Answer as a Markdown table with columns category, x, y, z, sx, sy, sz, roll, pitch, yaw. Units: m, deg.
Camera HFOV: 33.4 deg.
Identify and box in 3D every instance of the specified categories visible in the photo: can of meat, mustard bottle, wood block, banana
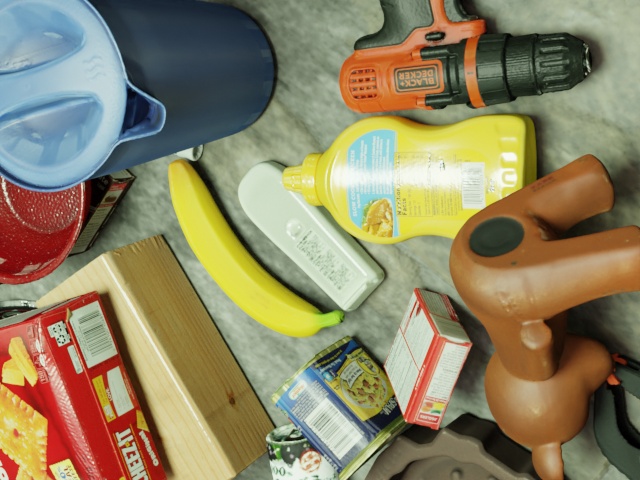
| category | x | y | z | sx | sy | sz | roll | pitch | yaw |
| --- | --- | --- | --- | --- | --- | --- | --- | --- | --- |
| can of meat | 0.021 | 0.127 | 0.826 | 0.084 | 0.102 | 0.057 | 46 | 115 | 12 |
| mustard bottle | 0.061 | -0.045 | 0.794 | 0.192 | 0.058 | 0.096 | 2 | 102 | 23 |
| wood block | -0.135 | 0.110 | 0.897 | 0.090 | 0.090 | 0.206 | -33 | 86 | 26 |
| banana | -0.062 | 0.017 | 0.873 | 0.198 | 0.037 | 0.070 | 42 | 120 | 14 |

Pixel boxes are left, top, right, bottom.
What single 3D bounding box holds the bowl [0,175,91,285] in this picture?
| category | x | y | z | sx | sy | sz | roll | pitch | yaw |
| --- | --- | --- | --- | --- | --- | --- | --- | --- | --- |
| bowl | -0.248 | -0.047 | 0.891 | 0.162 | 0.055 | 0.162 | 4 | 100 | 24 |

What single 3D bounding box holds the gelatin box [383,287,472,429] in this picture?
| category | x | y | z | sx | sy | sz | roll | pitch | yaw |
| --- | --- | --- | --- | --- | --- | --- | --- | --- | --- |
| gelatin box | 0.080 | 0.086 | 0.799 | 0.030 | 0.089 | 0.073 | 15 | 108 | -12 |

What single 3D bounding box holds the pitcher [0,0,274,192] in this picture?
| category | x | y | z | sx | sy | sz | roll | pitch | yaw |
| --- | --- | --- | --- | --- | --- | --- | --- | --- | --- |
| pitcher | -0.140 | -0.121 | 0.768 | 0.145 | 0.242 | 0.149 | -31 | 87 | 26 |

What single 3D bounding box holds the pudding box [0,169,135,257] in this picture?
| category | x | y | z | sx | sy | sz | roll | pitch | yaw |
| --- | --- | --- | --- | --- | --- | --- | --- | --- | --- |
| pudding box | -0.229 | -0.055 | 0.935 | 0.113 | 0.039 | 0.090 | 41 | 113 | 11 |

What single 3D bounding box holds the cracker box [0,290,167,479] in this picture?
| category | x | y | z | sx | sy | sz | roll | pitch | yaw |
| --- | --- | --- | --- | --- | --- | --- | --- | --- | --- |
| cracker box | -0.244 | 0.146 | 0.872 | 0.214 | 0.072 | 0.164 | -16 | 96 | 36 |

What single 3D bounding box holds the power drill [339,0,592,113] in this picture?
| category | x | y | z | sx | sy | sz | roll | pitch | yaw |
| --- | --- | --- | --- | --- | --- | --- | --- | --- | --- |
| power drill | 0.092 | -0.186 | 0.753 | 0.185 | 0.057 | 0.188 | -3 | 99 | 24 |
